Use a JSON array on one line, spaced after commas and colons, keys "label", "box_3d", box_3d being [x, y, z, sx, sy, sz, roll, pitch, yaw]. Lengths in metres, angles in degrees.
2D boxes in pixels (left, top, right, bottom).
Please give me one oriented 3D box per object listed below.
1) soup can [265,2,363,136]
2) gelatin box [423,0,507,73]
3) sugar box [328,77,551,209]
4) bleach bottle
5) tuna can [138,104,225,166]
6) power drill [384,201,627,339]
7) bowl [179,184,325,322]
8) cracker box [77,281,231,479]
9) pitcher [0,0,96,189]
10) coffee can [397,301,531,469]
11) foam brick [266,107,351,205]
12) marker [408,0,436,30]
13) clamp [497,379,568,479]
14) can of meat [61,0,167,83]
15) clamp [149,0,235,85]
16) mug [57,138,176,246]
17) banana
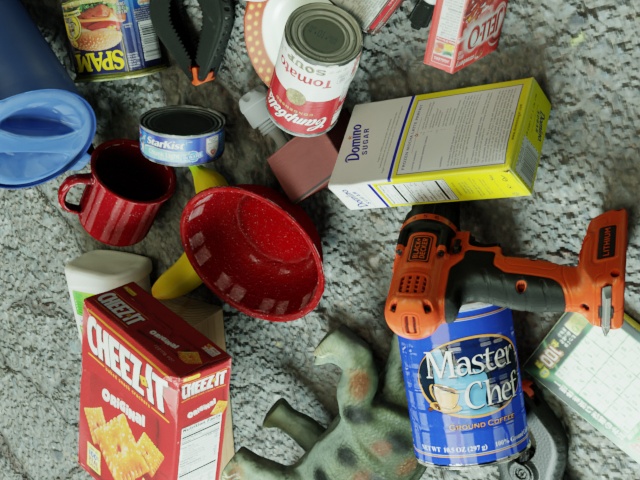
[{"label": "soup can", "box_3d": [-0.006, -0.145, 0.910, 0.068, 0.068, 0.102, 44, 151, 13]}, {"label": "gelatin box", "box_3d": [0.119, -0.179, 0.841, 0.030, 0.089, 0.073, 24, 122, 24]}, {"label": "sugar box", "box_3d": [0.098, -0.078, 0.898, 0.177, 0.093, 0.048, -4, 146, 39]}, {"label": "bleach bottle", "box_3d": [-0.229, 0.139, 1.247, 0.103, 0.068, 0.251, 9, 116, 33]}, {"label": "tuna can", "box_3d": [-0.137, -0.105, 1.060, 0.086, 0.086, 0.034, 19, 121, 28]}, {"label": "power drill", "box_3d": [0.154, 0.011, 0.873, 0.188, 0.184, 0.057, 0, 130, 17]}, {"label": "bowl", "box_3d": [-0.057, 0.001, 1.053, 0.162, 0.055, 0.162, 18, 133, 20]}, {"label": "cracker box", "box_3d": [-0.174, 0.175, 1.079, 0.164, 0.071, 0.214, 31, 126, 36]}, {"label": "pitcher", "box_3d": [-0.333, -0.177, 1.119, 0.243, 0.144, 0.149, 57, 150, 30]}, {"label": "coffee can", "box_3d": [0.123, 0.115, 0.930, 0.103, 0.102, 0.140, -5, 97, 37]}, {"label": "foam brick", "box_3d": [-0.001, -0.079, 0.995, 0.078, 0.052, 0.051, -34, 88, 39]}, {"label": "marker", "box_3d": [0.104, -0.225, 0.878, 0.020, 0.020, 0.121, 40, 127, 16]}, {"label": "clamp", "box_3d": [0.203, 0.215, 0.983, 0.120, 0.039, 0.171, 9, 114, 31]}, {"label": "can of meat", "box_3d": [-0.212, -0.209, 1.089, 0.102, 0.057, 0.084, 2, 108, 35]}, {"label": "clamp", "box_3d": [-0.138, -0.256, 1.025, 0.165, 0.036, 0.210, 10, 114, 29]}, {"label": "mug", "box_3d": [-0.220, -0.047, 1.130, 0.082, 0.117, 0.093, -57, 45, 42]}, {"label": "banana", "box_3d": [-0.130, -0.003, 1.129, 0.070, 0.037, 0.198, 32, 126, 18]}]
